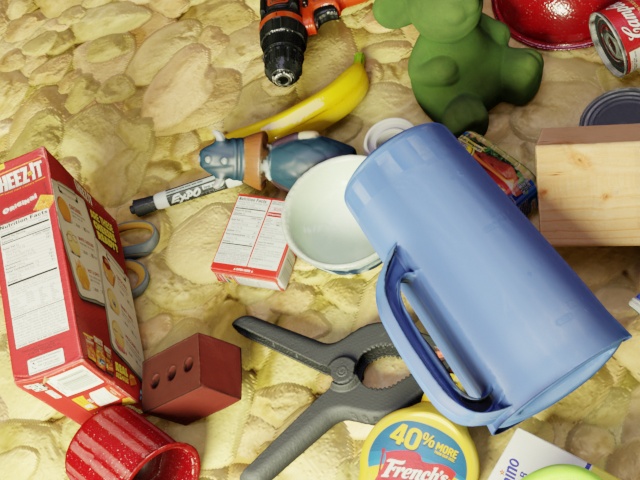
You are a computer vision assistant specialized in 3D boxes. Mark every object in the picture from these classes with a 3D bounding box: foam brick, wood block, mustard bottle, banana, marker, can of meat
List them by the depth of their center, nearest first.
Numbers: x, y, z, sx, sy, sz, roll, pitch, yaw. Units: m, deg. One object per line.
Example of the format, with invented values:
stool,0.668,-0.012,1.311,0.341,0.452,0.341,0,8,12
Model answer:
mustard bottle,0.074,0.194,0.856,0.096,0.058,0.191,21,68,16
wood block,0.291,-0.050,0.901,0.206,0.090,0.090,-2,16,16
foam brick,-0.114,0.124,0.947,0.078,0.051,0.053,-29,50,33
can of meat,0.140,-0.043,0.984,0.084,0.057,0.102,-40,57,-12
marker,-0.139,-0.049,1.096,0.121,0.020,0.020,-17,56,6
banana,-0.023,-0.127,1.101,0.197,0.037,0.070,-31,26,-6

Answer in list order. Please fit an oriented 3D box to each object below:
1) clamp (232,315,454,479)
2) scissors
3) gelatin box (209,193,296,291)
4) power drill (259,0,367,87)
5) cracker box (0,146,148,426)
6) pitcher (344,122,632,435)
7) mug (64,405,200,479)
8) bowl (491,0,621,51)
clamp,0.018,0.131,0.927,0.210,0.036,0.164,-7,58,13
scissors,-0.254,0.039,1.080,0.202,0.016,0.096,-22,56,4
gelatin box,-0.057,0.001,1.034,0.073,0.030,0.089,8,62,23
power drill,0.025,-0.245,1.132,0.188,0.057,0.184,-10,50,10
cracker box,-0.227,0.049,0.964,0.072,0.164,0.214,-20,63,5
pitcher,0.118,0.028,0.859,0.145,0.149,0.243,-39,71,10
mug,-0.168,0.205,0.918,0.082,0.093,0.117,29,108,34
bowl,0.252,-0.273,1.089,0.162,0.055,0.162,-8,57,12
